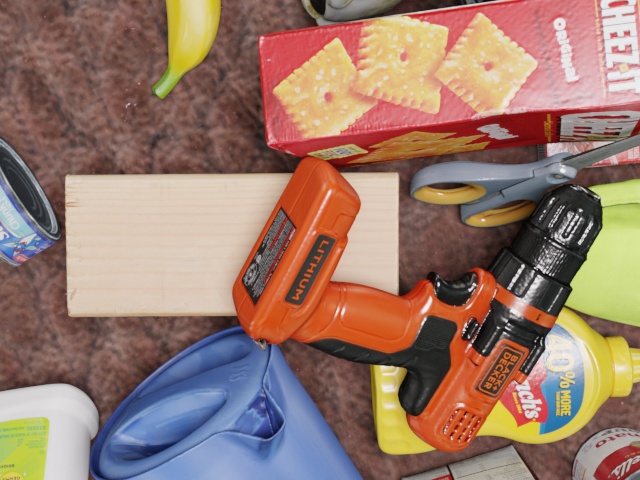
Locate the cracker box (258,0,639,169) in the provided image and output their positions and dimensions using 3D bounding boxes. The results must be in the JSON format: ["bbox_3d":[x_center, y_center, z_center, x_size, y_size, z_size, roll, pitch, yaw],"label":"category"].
[{"bbox_3d":[0.087,-0.089,0.635,0.214,0.164,0.072,-5,89,12],"label":"cracker box"}]

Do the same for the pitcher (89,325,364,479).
[{"bbox_3d":[-0.029,0.183,0.681,0.145,0.149,0.242,-30,110,10],"label":"pitcher"}]

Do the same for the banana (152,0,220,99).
[{"bbox_3d":[-0.111,-0.199,0.713,0.069,0.037,0.198,-18,93,-1],"label":"banana"}]

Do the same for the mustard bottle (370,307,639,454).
[{"bbox_3d":[0.130,0.090,0.721,0.191,0.058,0.096,-4,95,0],"label":"mustard bottle"}]

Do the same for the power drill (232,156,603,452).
[{"bbox_3d":[0.058,0.023,0.620,0.187,0.057,0.184,25,101,-24],"label":"power drill"}]

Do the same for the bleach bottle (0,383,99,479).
[{"bbox_3d":[-0.191,0.216,0.655,0.102,0.068,0.251,-10,54,4],"label":"bleach bottle"}]

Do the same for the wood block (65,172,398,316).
[{"bbox_3d":[-0.055,0.001,0.700,0.206,0.090,0.091,0,93,0],"label":"wood block"}]

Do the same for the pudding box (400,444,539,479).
[{"bbox_3d":[0.100,0.176,0.698,0.090,0.113,0.039,-17,96,2],"label":"pudding box"}]

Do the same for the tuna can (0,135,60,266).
[{"bbox_3d":[-0.207,-0.028,0.701,0.034,0.086,0.086,-30,93,0],"label":"tuna can"}]

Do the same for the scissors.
[{"bbox_3d":[0.123,-0.045,0.645,0.096,0.202,0.016,11,71,-15],"label":"scissors"}]
